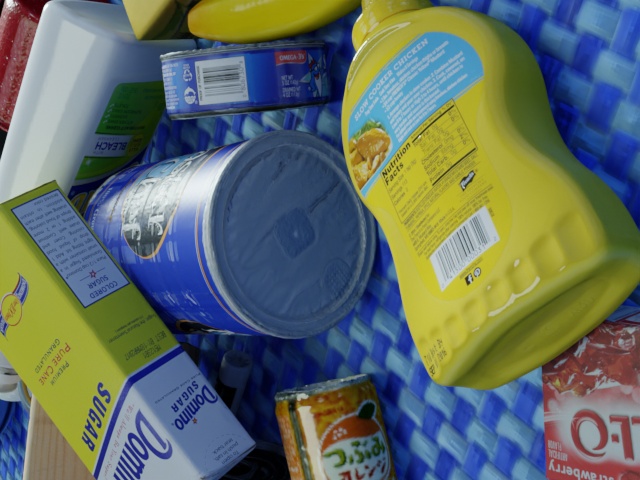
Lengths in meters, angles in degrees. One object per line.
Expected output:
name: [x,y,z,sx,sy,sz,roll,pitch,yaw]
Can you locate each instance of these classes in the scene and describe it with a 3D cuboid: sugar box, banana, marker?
sugar box: [-0.119,0.065,0.566,0.176,0.048,0.093,53,137,10]
banana: [0.005,-0.142,0.509,0.069,0.037,0.198,40,140,-9]
marker: [-0.066,0.122,0.683,0.020,0.020,0.121,45,129,36]

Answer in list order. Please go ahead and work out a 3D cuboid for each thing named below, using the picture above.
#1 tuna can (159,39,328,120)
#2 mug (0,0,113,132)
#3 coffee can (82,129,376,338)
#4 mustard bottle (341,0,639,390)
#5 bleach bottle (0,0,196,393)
tuna can: [-0.039,-0.083,0.553,0.086,0.085,0.034,4,102,51]
mug: [-0.185,-0.128,0.721,0.117,0.093,0.082,43,124,28]
coffee can: [-0.054,0.001,0.575,0.141,0.102,0.103,-6,93,52]
mustard bottle: [0.055,-0.040,0.450,0.096,0.058,0.192,-47,49,34]
bleach bottle: [-0.162,-0.020,0.664,0.068,0.102,0.251,29,109,18]
